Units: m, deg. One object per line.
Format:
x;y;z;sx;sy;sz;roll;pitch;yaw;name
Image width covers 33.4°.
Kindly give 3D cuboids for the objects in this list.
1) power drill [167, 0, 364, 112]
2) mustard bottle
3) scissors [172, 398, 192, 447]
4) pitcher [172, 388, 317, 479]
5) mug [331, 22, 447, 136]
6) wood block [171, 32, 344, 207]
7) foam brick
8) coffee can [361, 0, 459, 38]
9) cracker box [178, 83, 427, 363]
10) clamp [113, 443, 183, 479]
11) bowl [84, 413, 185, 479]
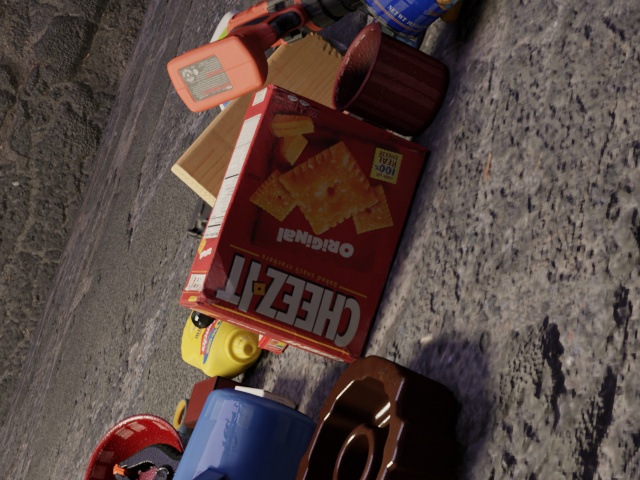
-0.047;-0.198;1.031;0.185;0.057;0.187;-16;20;37;power drill
-0.110;0.115;1.252;0.096;0.058;0.192;-64;19;-7;mustard bottle
-0.159;0.234;1.319;0.202;0.016;0.096;-31;42;60;scissors
-0.090;0.257;0.941;0.149;0.144;0.242;-18;51;64;pitcher
0.062;-0.141;1.032;0.117;0.081;0.093;-59;21;24;mug
-0.059;-0.127;1.162;0.206;0.091;0.090;-49;8;-8;wood block
-0.112;0.187;1.192;0.078;0.053;0.051;-31;42;61;foam brick
0.107;-0.267;0.970;0.141;0.102;0.103;-36;35;33;coffee can
-0.013;-0.014;0.977;0.072;0.164;0.213;-8;62;70;cracker box
-0.163;0.276;1.178;0.172;0.039;0.120;-11;54;36;clamp
-0.204;0.290;1.262;0.162;0.055;0.162;-13;65;29;bowl
